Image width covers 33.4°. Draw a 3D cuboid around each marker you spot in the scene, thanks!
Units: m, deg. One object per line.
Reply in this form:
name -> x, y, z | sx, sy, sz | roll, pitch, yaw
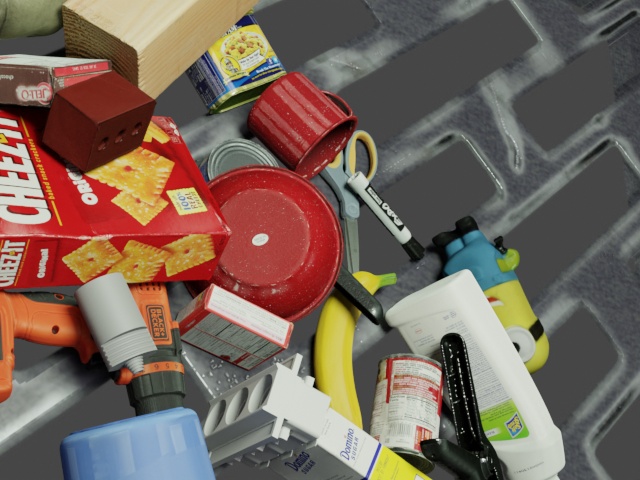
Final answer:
marker -> 0.073, -0.024, 1.158 | 0.121, 0.020, 0.020 | 49, 49, -17

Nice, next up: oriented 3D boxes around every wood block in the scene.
wood block -> -0.144, -0.230, 1.026 | 0.090, 0.091, 0.205 | 32, 57, 13

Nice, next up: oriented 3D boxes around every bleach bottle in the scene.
bleach bottle -> 0.171, 0.160, 1.102 | 0.068, 0.103, 0.251 | -31, 92, -55

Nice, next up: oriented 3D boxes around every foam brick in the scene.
foam brick -> -0.188, -0.102, 0.908 | 0.051, 0.053, 0.078 | 37, 37, 13

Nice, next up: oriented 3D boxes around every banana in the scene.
banana -> 0.027, 0.104, 1.055 | 0.069, 0.037, 0.197 | 15, 61, 1

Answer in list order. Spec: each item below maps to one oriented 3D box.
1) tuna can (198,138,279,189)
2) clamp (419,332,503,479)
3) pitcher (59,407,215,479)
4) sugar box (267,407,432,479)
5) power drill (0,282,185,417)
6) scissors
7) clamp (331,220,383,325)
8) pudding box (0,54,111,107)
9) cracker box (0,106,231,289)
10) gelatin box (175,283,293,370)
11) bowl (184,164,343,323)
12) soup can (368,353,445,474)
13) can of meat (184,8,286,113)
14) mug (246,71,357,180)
tuna can -> -0.082, -0.058, 1.077 | 0.086, 0.034, 0.086 | 15, 59, -27
clamp -> 0.147, 0.205, 1.038 | 0.164, 0.036, 0.210 | -73, 144, -49
pitcher -> -0.111, 0.252, 0.803 | 0.149, 0.145, 0.243 | -9, 81, -28
sugar box -> 0.044, 0.225, 0.976 | 0.176, 0.094, 0.048 | 39, 51, -11
power drill -> -0.204, 0.103, 0.900 | 0.187, 0.057, 0.184 | 4, 61, -35
scissors -> 0.017, -0.045, 1.147 | 0.096, 0.016, 0.201 | 27, 54, -19
clamp -> -0.020, 0.026, 1.060 | 0.120, 0.039, 0.171 | -16, 60, -10
pudding box -> -0.254, -0.142, 0.942 | 0.089, 0.114, 0.039 | -26, 122, -63
cracker box -> -0.206, -0.041, 0.929 | 0.213, 0.072, 0.164 | 0, 45, -34
gelatin box -> -0.081, 0.081, 0.980 | 0.089, 0.073, 0.030 | 27, 55, -19
bowl -> -0.057, 0.001, 1.002 | 0.162, 0.055, 0.162 | 1, 80, -3
soup can -> 0.084, 0.171, 1.047 | 0.068, 0.069, 0.102 | 24, 56, -22
can of meat -> -0.095, -0.188, 1.121 | 0.101, 0.058, 0.084 | -28, 86, -39
mug -> -0.014, -0.125, 1.115 | 0.081, 0.093, 0.117 | 45, 50, 12
